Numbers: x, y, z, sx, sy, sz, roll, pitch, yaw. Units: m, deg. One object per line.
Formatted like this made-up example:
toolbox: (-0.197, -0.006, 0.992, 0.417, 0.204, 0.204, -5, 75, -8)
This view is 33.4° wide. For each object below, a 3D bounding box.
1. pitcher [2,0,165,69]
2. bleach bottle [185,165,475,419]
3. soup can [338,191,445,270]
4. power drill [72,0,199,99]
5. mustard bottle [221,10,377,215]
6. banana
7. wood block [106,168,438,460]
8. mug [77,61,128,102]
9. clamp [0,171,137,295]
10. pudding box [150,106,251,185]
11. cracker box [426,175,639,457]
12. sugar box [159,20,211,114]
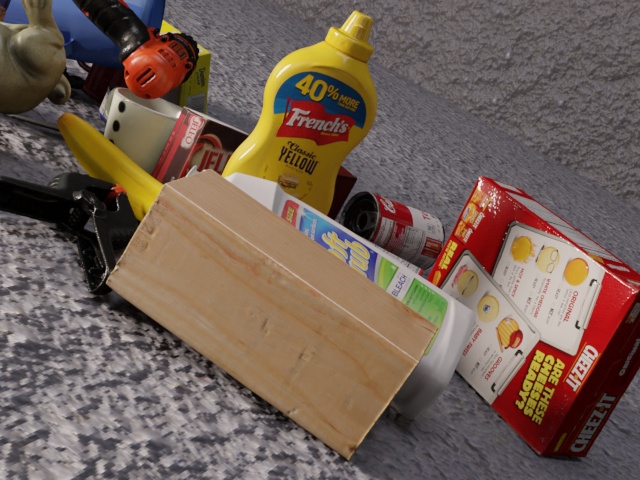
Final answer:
pitcher: (-0.300, -0.255, 1.160, 0.243, 0.149, 0.145, 14, 9, -2)
bleach bottle: (-0.005, 0.028, 0.831, 0.251, 0.068, 0.102, 34, 45, -1)
soup can: (0.080, -0.009, 1.186, 0.102, 0.068, 0.069, 17, 19, -34)
power drill: (-0.195, -0.226, 1.040, 0.187, 0.057, 0.184, 47, 13, -11)
mustard bottle: (-0.006, -0.104, 0.907, 0.096, 0.192, 0.058, 24, 16, -13)
banana: (-0.168, -0.055, 0.943, 0.037, 0.069, 0.198, -35, 44, -24)
wood block: (-0.032, 0.047, 0.752, 0.206, 0.090, 0.090, 35, 17, 6)
mug: (-0.238, -0.210, 1.274, 0.117, 0.081, 0.093, 31, 16, 12)
clamp: (-0.194, -0.023, 0.822, 0.120, 0.039, 0.171, 43, 10, -12)
pudding box: (-0.105, -0.069, 1.014, 0.039, 0.090, 0.113, 31, 9, 28)
cracker box: (0.189, 0.064, 0.956, 0.072, 0.164, 0.214, 12, 22, -38)
sugar box: (-0.208, -0.230, 1.357, 0.048, 0.093, 0.176, -18, 44, -35)
